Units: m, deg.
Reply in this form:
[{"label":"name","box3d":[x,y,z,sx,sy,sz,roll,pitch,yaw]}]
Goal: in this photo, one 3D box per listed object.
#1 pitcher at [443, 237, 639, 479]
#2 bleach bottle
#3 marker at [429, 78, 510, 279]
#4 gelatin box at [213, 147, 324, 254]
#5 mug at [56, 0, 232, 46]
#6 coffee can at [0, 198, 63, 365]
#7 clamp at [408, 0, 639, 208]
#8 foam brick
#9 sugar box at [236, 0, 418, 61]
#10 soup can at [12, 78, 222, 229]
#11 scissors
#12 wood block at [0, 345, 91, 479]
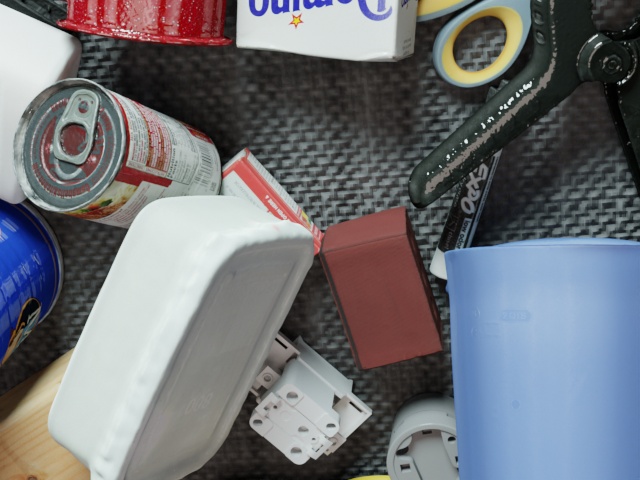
[{"label":"pitcher","box3d":[0.139,0.119,0.554,0.145,0.149,0.243,-1,86,3]},{"label":"bleach bottle","box3d":[-0.263,-0.114,0.582,0.250,0.068,0.103,23,131,-6]},{"label":"marker","box3d":[0.089,-0.034,0.616,0.020,0.020,0.121,16,110,0]},{"label":"gelatin box","box3d":[-0.054,0.001,0.637,0.089,0.030,0.073,-38,103,16]},{"label":"mug","box3d":[-0.100,-0.150,0.559,0.117,0.093,0.081,7,105,0]},{"label":"coffee can","box3d":[-0.217,0.035,0.606,0.103,0.140,0.103,2,109,5]},{"label":"clamp","box3d":[0.157,-0.091,0.571,0.164,0.036,0.210,17,109,-14]},{"label":"foam brick","box3d":[0.037,0.027,0.625,0.051,0.053,0.078,-16,108,11]},{"label":"sugar box","box3d":[0.006,-0.184,0.550,0.093,0.048,0.176,9,107,20]},{"label":"soup can","box3d":[-0.105,-0.041,0.573,0.069,0.102,0.068,-4,81,24]},{"label":"scissors","box3d":[0.131,-0.147,0.575,0.202,0.016,0.096,-16,108,11]},{"label":"wood block","box3d":[-0.201,0.158,0.674,0.206,0.090,0.091,-32,102,15]}]
